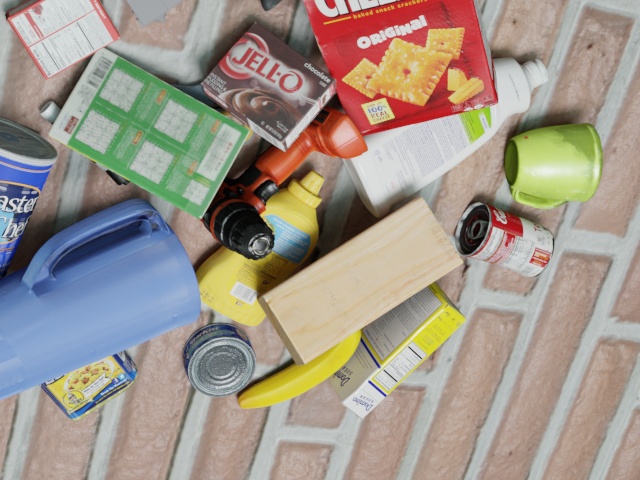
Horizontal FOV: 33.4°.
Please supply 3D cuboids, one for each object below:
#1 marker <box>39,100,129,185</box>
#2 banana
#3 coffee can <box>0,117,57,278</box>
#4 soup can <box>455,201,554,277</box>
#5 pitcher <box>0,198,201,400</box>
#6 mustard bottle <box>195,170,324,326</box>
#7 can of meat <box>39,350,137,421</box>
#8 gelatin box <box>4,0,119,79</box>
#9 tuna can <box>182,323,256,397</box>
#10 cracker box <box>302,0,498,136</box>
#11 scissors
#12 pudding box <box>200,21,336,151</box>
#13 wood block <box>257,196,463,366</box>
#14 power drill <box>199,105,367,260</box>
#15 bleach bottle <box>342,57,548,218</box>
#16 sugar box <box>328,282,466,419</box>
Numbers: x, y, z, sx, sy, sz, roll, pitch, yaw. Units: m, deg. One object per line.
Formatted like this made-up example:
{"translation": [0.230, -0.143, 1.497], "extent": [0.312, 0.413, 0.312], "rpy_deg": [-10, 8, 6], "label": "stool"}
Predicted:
{"translation": [-0.247, -0.101, 1.132], "extent": [0.020, 0.020, 0.121], "rpy_deg": [-43, 119, 4], "label": "marker"}
{"translation": [-0.015, 0.150, 1.295], "extent": [0.069, 0.037, 0.198], "rpy_deg": [28, 122, -39], "label": "banana"}
{"translation": [-0.341, -0.045, 1.081], "extent": [0.102, 0.103, 0.140], "rpy_deg": [20, 107, -25], "label": "coffee can"}
{"translation": [0.225, 0.000, 1.299], "extent": [0.102, 0.068, 0.068], "rpy_deg": [19, 107, -25], "label": "soup can"}
{"translation": [-0.255, 0.062, 1.095], "extent": [0.242, 0.145, 0.149], "rpy_deg": [-25, 96, -30], "label": "pitcher"}
{"translation": [-0.058, 0.001, 1.216], "extent": [0.096, 0.058, 0.192], "rpy_deg": [31, 102, -28], "label": "mustard bottle"}
{"translation": [-0.271, 0.146, 1.217], "extent": [0.102, 0.057, 0.084], "rpy_deg": [-32, 121, -1], "label": "can of meat"}
{"translation": [-0.258, -0.215, 1.070], "extent": [0.089, 0.030, 0.073], "rpy_deg": [-30, 120, -2], "label": "gelatin box"}
{"translation": [-0.120, 0.144, 1.276], "extent": [0.086, 0.034, 0.086], "rpy_deg": [-7, 116, -14], "label": "tuna can"}
{"translation": [0.083, -0.218, 1.097], "extent": [0.164, 0.072, 0.213], "rpy_deg": [-11, 135, 14], "label": "cracker box"}
{"translation": [-0.151, -0.140, 1.145], "extent": [0.201, 0.016, 0.096], "rpy_deg": [-8, 115, -14], "label": "scissors"}
{"translation": [-0.053, -0.159, 1.110], "extent": [0.113, 0.039, 0.090], "rpy_deg": [38, 80, 10], "label": "pudding box"}
{"translation": [0.042, 0.046, 1.185], "extent": [0.206, 0.091, 0.090], "rpy_deg": [-32, 88, -9], "label": "wood block"}
{"translation": [-0.043, -0.065, 1.131], "extent": [0.187, 0.185, 0.057], "rpy_deg": [-39, 121, -9], "label": "power drill"}
{"translation": [0.149, -0.129, 1.220], "extent": [0.250, 0.068, 0.102], "rpy_deg": [-29, 118, -5], "label": "bleach bottle"}
{"translation": [0.087, 0.126, 1.300], "extent": [0.176, 0.093, 0.048], "rpy_deg": [-46, 118, 7], "label": "sugar box"}
